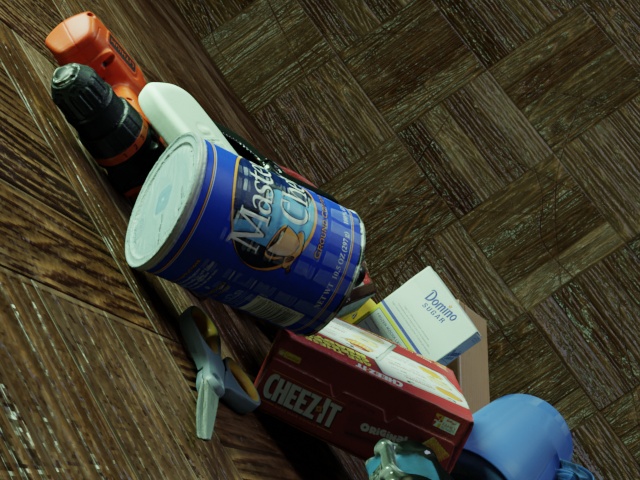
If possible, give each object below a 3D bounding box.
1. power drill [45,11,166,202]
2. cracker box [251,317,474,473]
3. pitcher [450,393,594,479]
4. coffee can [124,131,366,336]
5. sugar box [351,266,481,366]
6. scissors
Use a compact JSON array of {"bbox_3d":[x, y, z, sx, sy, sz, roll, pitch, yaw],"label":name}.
[{"bbox_3d":[-0.182,-0.117,0.911,0.184,0.057,0.188,57,4,-46],"label":"power drill"},{"bbox_3d":[0.033,0.124,0.902,0.164,0.072,0.213,25,4,1],"label":"cracker box"},{"bbox_3d":[0.177,0.231,1.038,0.149,0.145,0.242,45,24,14],"label":"pitcher"},{"bbox_3d":[-0.054,-0.002,0.764,0.140,0.103,0.103,25,18,-26],"label":"coffee can"},{"bbox_3d":[0.075,0.117,1.142,0.093,0.176,0.048,56,4,24],"label":"sugar box"},{"bbox_3d":[-0.063,0.107,0.714,0.096,0.016,0.202,53,4,-25],"label":"scissors"}]
